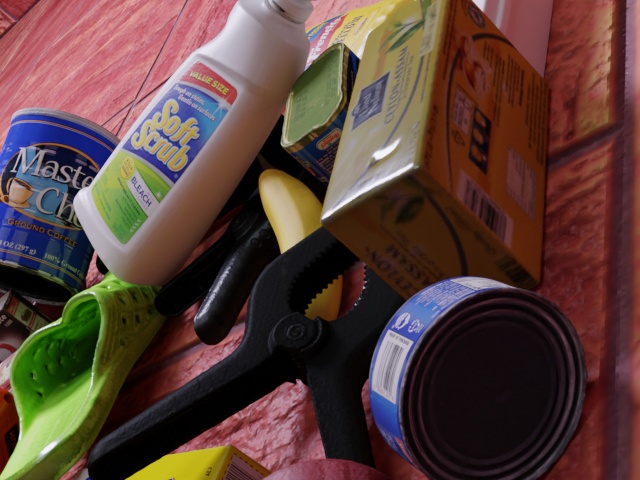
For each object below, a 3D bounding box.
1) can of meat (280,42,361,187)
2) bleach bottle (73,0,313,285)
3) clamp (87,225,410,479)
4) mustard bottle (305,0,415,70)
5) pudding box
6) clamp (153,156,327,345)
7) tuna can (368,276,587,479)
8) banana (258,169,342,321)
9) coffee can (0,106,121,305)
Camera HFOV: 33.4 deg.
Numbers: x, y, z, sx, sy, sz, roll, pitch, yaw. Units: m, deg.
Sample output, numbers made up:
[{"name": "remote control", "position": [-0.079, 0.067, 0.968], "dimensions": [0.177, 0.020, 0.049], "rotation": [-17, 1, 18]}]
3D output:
[{"name": "can of meat", "position": [0.024, -0.068, 0.685], "dimensions": [0.058, 0.084, 0.102], "rotation": [-36, 28, 26]}, {"name": "bleach bottle", "position": [-0.085, -0.086, 0.768], "dimensions": [0.251, 0.067, 0.103], "rotation": [-53, 54, 27]}, {"name": "clamp", "position": [-0.001, 0.064, 0.547], "dimensions": [0.165, 0.036, 0.209], "rotation": [17, 56, 32]}, {"name": "mustard bottle", "position": [0.019, -0.140, 0.829], "dimensions": [0.096, 0.058, 0.192], "rotation": [-57, 25, -17]}, {"name": "pudding box", "position": [-0.268, 0.107, 0.912], "dimensions": [0.114, 0.090, 0.039], "rotation": [-41, 25, 17]}, {"name": "clamp", "position": [-0.055, 0.001, 0.773], "dimensions": [0.171, 0.039, 0.120], "rotation": [-52, 28, -19]}, {"name": "tuna can", "position": [0.063, 0.058, 0.434], "dimensions": [0.086, 0.086, 0.034], "rotation": [-52, 23, -7]}, {"name": "banana", "position": [-0.020, 0.020, 0.659], "dimensions": [0.197, 0.069, 0.037], "rotation": [-78, -1, -48]}, {"name": "coffee can", "position": [-0.234, -0.028, 0.908], "dimensions": [0.103, 0.102, 0.140], "rotation": [-14, 57, 52]}]
